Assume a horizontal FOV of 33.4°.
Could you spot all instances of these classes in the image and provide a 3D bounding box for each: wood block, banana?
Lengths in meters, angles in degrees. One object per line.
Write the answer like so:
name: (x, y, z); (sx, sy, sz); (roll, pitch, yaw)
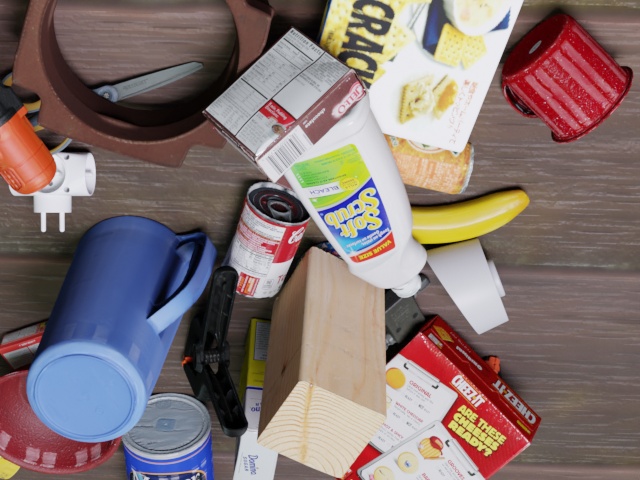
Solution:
wood block: (0.004, 0.111, 1.027); (0.090, 0.206, 0.091); (25, 122, -13)
banana: (0.107, -0.027, 1.074); (0.197, 0.037, 0.070); (6, 127, -1)

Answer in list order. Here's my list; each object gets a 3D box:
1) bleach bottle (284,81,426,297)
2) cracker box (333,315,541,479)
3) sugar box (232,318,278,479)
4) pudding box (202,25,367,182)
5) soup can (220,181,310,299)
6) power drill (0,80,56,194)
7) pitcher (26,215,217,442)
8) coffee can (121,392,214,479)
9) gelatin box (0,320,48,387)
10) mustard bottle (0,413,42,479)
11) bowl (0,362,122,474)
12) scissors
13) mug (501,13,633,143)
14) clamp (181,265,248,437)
bleach bottle: (0.044, -0.034, 1.000); (0.103, 0.068, 0.250); (-15, 134, 21)
cracker box: (0.110, 0.212, 1.180); (0.164, 0.072, 0.214); (45, 118, 6)
sugar box: (-0.065, 0.174, 1.131); (0.048, 0.176, 0.093); (9, 123, -4)
pudding box: (-0.031, -0.117, 0.900); (0.113, 0.090, 0.039); (-43, 141, -5)
soup can: (-0.057, 0.001, 1.082); (0.068, 0.068, 0.102); (18, 123, -9)
power drill: (-0.341, -0.118, 0.968); (0.188, 0.057, 0.184); (2, 130, 47)
pitcher: (-0.193, 0.079, 1.036); (0.145, 0.242, 0.149); (16, 116, -6)
coffee can: (-0.175, 0.263, 1.240); (0.103, 0.102, 0.140); (1, 124, 2)
gelatin box: (-0.308, 0.135, 1.205); (0.073, 0.030, 0.089); (-18, 123, 13)
mustard bottle: (-0.425, 0.200, 1.237); (0.191, 0.058, 0.096); (31, 118, -17)
bowl: (-0.297, 0.186, 1.187); (0.162, 0.055, 0.162); (1, 125, 1)
scissors: (-0.220, -0.151, 1.018); (0.202, 0.016, 0.096); (-32, 98, 6)
mug: (0.212, -0.146, 0.970); (0.081, 0.093, 0.117); (41, 153, -17)
clamp: (-0.111, 0.129, 1.106); (0.036, 0.164, 0.210); (-1, 165, -18)
